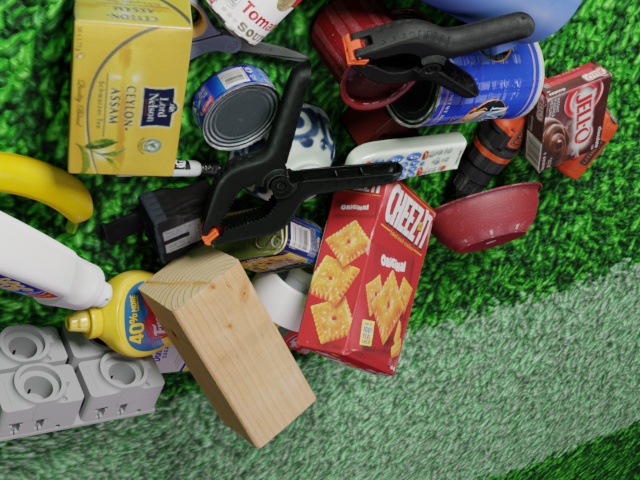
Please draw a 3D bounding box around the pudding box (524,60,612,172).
[{"bbox_3d":[0.285,-0.143,1.238,0.090,0.039,0.113,-22,140,-16],"label":"pudding box"}]

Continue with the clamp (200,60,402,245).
[{"bbox_3d":[-0.031,-0.060,1.072,0.210,0.036,0.164,-43,119,18],"label":"clamp"}]

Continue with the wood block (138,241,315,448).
[{"bbox_3d":[-0.100,0.115,1.171,0.090,0.091,0.206,-39,122,-19],"label":"wood block"}]

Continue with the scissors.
[{"bbox_3d":[-0.102,-0.173,0.990,0.096,0.016,0.201,-43,146,20],"label":"scissors"}]

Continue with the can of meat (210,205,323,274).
[{"bbox_3d":[-0.058,0.001,1.196,0.102,0.057,0.083,-10,162,30],"label":"can of meat"}]

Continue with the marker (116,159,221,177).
[{"bbox_3d":[-0.152,-0.073,1.079,0.120,0.020,0.020,-2,137,-39],"label":"marker"}]

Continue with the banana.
[{"bbox_3d":[-0.275,-0.048,0.993,0.070,0.037,0.197,-42,146,14],"label":"banana"}]

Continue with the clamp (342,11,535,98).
[{"bbox_3d":[0.106,-0.174,0.962,0.171,0.039,0.120,0,149,-32],"label":"clamp"}]

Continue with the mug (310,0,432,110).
[{"bbox_3d":[0.053,-0.192,1.032,0.117,0.081,0.093,-27,147,-8],"label":"mug"}]

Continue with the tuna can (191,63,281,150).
[{"bbox_3d":[-0.082,-0.131,1.046,0.086,0.034,0.086,-22,146,-16],"label":"tuna can"}]

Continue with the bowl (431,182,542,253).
[{"bbox_3d":[0.210,-0.023,1.354,0.162,0.055,0.162,-14,170,-3],"label":"bowl"}]

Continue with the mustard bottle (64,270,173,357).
[{"bbox_3d":[-0.191,0.080,1.193,0.191,0.058,0.096,-6,100,-33],"label":"mustard bottle"}]

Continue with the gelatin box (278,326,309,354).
[{"bbox_3d":[-0.013,0.111,1.432,0.089,0.030,0.073,-40,147,12],"label":"gelatin box"}]

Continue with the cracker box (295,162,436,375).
[{"bbox_3d":[0.058,0.039,1.235,0.164,0.072,0.213,34,69,-61],"label":"cracker box"}]

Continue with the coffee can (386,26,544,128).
[{"bbox_3d":[0.148,-0.174,1.116,0.140,0.103,0.103,-9,141,-32],"label":"coffee can"}]

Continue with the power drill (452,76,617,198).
[{"bbox_3d":[0.268,-0.120,1.331,0.187,0.057,0.185,1,135,-40],"label":"power drill"}]

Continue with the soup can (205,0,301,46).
[{"bbox_3d":[-0.045,-0.226,0.919,0.102,0.068,0.068,-41,146,16],"label":"soup can"}]

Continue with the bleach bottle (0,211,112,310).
[{"bbox_3d":[-0.286,0.021,1.031,0.103,0.068,0.250,-2,162,30],"label":"bleach bottle"}]

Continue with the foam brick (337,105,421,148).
[{"bbox_3d":[0.067,-0.121,1.167,0.053,0.051,0.078,-42,147,16],"label":"foam brick"}]
